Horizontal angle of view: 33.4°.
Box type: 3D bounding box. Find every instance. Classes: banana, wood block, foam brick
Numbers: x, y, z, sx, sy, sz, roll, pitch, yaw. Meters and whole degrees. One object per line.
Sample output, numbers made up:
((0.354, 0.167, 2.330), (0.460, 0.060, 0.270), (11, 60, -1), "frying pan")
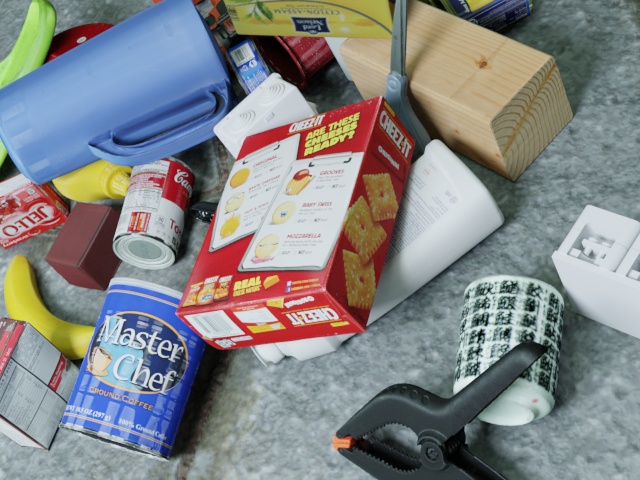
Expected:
((-0.287, 0.077, 1.118), (0.069, 0.037, 0.198), (-39, 47, -27), "banana")
((0.127, -0.153, 1.031), (0.090, 0.090, 0.206), (-46, 49, -11), "wood block")
((-0.244, 0.006, 1.133), (0.051, 0.053, 0.078), (7, 60, 31), "foam brick")

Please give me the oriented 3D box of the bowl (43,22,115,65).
((-0.276, -0.215, 1.272), (0.162, 0.055, 0.162), (-7, 35, 5), "bowl")

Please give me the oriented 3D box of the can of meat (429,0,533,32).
((0.160, -0.258, 1.104), (0.084, 0.057, 0.102), (-28, 62, 3), "can of meat")

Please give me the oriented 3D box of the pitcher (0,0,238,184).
((-0.213, -0.149, 1.121), (0.243, 0.145, 0.149), (-27, 15, -3), "pitcher")

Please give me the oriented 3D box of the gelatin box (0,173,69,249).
((-0.338, -0.034, 1.198), (0.089, 0.073, 0.030), (-22, 50, 11), "gelatin box")

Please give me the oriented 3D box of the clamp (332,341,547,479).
((0.101, 0.165, 0.818), (0.210, 0.164, 0.036), (-13, 6, 41), "clamp")

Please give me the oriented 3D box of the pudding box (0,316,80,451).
((-0.282, 0.138, 1.016), (0.039, 0.113, 0.090), (6, 60, 27), "pudding box")

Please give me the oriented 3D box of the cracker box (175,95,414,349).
((-0.017, -0.013, 0.945), (0.164, 0.072, 0.213), (-12, 45, 35), "cracker box")

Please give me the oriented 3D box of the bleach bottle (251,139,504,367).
((0.039, 0.022, 0.969), (0.251, 0.068, 0.103), (-38, 45, 1), "bleach bottle")

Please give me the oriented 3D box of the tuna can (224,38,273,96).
((-0.068, -0.174, 1.150), (0.034, 0.086, 0.086), (-30, 48, 3), "tuna can")

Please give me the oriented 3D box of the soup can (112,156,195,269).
((-0.173, -0.030, 1.112), (0.069, 0.068, 0.102), (-7, 55, 23), "soup can")

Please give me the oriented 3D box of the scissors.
((0.083, -0.130, 0.987), (0.096, 0.202, 0.016), (42, 55, 19), "scissors")

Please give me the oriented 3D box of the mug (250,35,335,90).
((-0.019, -0.229, 1.149), (0.081, 0.117, 0.093), (-41, 67, -12), "mug")

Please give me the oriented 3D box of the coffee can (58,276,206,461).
((-0.163, 0.116, 0.962), (0.103, 0.102, 0.140), (7, 70, 31), "coffee can")

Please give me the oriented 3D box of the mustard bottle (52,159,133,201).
((-0.267, -0.094, 1.213), (0.096, 0.058, 0.192), (-42, 48, -19), "mustard bottle")

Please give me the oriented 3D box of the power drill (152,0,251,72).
((-0.135, -0.265, 1.272), (0.184, 0.057, 0.188), (-35, 51, -4), "power drill")
